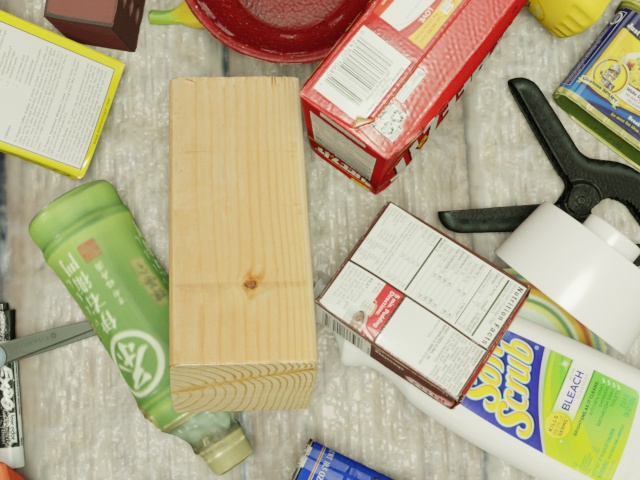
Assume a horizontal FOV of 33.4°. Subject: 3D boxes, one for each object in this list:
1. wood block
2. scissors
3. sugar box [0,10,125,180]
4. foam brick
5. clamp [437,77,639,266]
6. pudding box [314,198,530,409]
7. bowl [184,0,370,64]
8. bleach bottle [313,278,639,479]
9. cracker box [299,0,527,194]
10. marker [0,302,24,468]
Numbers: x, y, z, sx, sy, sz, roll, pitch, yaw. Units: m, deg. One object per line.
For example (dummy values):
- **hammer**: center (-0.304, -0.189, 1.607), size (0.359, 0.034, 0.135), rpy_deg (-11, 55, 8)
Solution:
- **wood block**: center (-0.055, 0.001, 0.709), size (0.090, 0.090, 0.206), rpy_deg (-1, 63, -6)
- **scissors**: center (-0.236, 0.101, 0.738), size (0.201, 0.016, 0.096), rpy_deg (2, 82, -28)
- **sugar box**: center (-0.235, -0.114, 0.745), size (0.176, 0.048, 0.093), rpy_deg (21, 85, -29)
- **foam brick**: center (-0.161, -0.173, 0.773), size (0.051, 0.078, 0.053), rpy_deg (9, 88, 3)
- **clamp**: center (0.182, -0.040, 0.763), size (0.171, 0.039, 0.120), rpy_deg (19, 98, -1)
- **pudding box**: center (0.065, 0.040, 0.690), size (0.113, 0.039, 0.090), rpy_deg (34, 74, 11)
- **bowl**: center (-0.020, -0.197, 0.742), size (0.162, 0.055, 0.162), rpy_deg (0, 87, -1)
- **bleach bottle**: center (0.106, 0.095, 0.725), size (0.251, 0.068, 0.102), rpy_deg (22, 82, 8)
- **cracker box**: center (0.065, -0.118, 0.689), size (0.072, 0.213, 0.164), rpy_deg (38, 88, 3)
- **marker**: center (-0.231, 0.106, 0.784), size (0.020, 0.020, 0.121), rpy_deg (-5, 85, 2)
